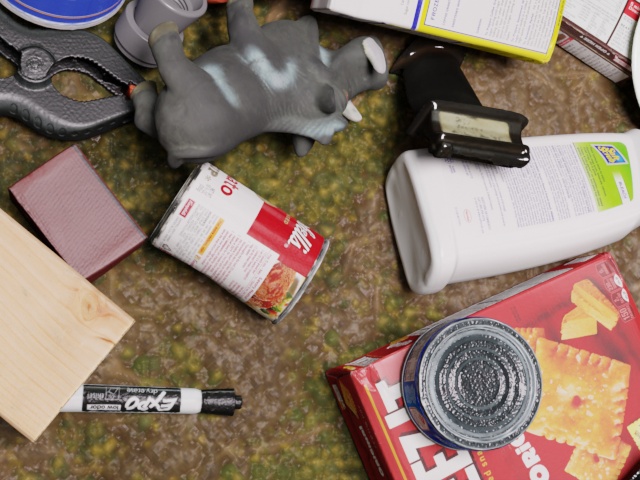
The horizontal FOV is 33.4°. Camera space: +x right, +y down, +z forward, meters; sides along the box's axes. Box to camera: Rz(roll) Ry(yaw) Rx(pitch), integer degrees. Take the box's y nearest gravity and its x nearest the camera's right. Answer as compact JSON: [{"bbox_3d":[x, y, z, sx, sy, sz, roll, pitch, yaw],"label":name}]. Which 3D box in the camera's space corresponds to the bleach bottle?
[{"bbox_3d":[0.179,-0.027,0.774,0.250,0.068,0.102,-7,70,-17],"label":"bleach bottle"}]

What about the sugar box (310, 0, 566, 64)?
[{"bbox_3d":[0.087,-0.185,0.737,0.176,0.048,0.093,10,98,-20],"label":"sugar box"}]

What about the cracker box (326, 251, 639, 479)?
[{"bbox_3d":[0.136,0.122,0.740,0.213,0.072,0.164,-23,87,-15],"label":"cracker box"}]

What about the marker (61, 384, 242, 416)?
[{"bbox_3d":[-0.112,0.106,0.707,0.121,0.020,0.020,4,81,-14],"label":"marker"}]

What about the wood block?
[{"bbox_3d":[-0.221,0.020,0.636,0.206,0.090,0.090,40,73,-5],"label":"wood block"}]

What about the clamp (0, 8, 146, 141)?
[{"bbox_3d":[-0.196,-0.120,0.709,0.171,0.039,0.120,4,81,-21],"label":"clamp"}]

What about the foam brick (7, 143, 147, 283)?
[{"bbox_3d":[-0.158,-0.014,0.696,0.051,0.053,0.078,-38,91,-16],"label":"foam brick"}]

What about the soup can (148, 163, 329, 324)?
[{"bbox_3d":[-0.055,0.001,0.712,0.102,0.069,0.068,33,75,-7],"label":"soup can"}]

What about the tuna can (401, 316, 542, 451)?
[{"bbox_3d":[0.097,0.091,0.680,0.086,0.034,0.086,2,81,-12],"label":"tuna can"}]
